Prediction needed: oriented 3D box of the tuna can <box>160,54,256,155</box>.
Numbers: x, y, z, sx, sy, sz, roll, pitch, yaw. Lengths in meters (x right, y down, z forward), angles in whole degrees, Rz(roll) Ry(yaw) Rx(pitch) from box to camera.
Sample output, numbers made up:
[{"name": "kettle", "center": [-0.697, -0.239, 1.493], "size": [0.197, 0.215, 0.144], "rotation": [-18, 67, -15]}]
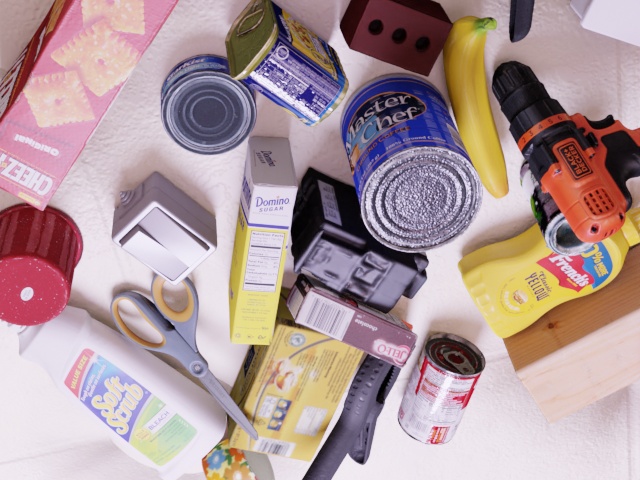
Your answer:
[{"name": "tuna can", "center": [-0.099, -0.119, 0.944], "size": [0.086, 0.034, 0.086], "rotation": [-3, 123, -5]}]

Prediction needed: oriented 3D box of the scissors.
[{"name": "scissors", "center": [-0.116, 0.106, 1.062], "size": [0.201, 0.016, 0.096], "rotation": [37, 102, -4]}]

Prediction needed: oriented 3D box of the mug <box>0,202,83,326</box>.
[{"name": "mug", "center": [-0.282, 0.025, 0.988], "size": [0.117, 0.081, 0.093], "rotation": [-2, 123, -6]}]

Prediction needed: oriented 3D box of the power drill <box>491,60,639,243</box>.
[{"name": "power drill", "center": [0.265, -0.107, 0.944], "size": [0.187, 0.184, 0.057], "rotation": [-24, 161, -7]}]

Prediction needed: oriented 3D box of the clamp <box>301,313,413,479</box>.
[{"name": "clamp", "center": [0.048, 0.174, 1.124], "size": [0.036, 0.164, 0.210], "rotation": [27, 100, 17]}]

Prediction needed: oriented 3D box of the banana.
[{"name": "banana", "center": [0.137, -0.125, 0.948], "size": [0.037, 0.070, 0.198], "rotation": [-19, 133, -3]}]

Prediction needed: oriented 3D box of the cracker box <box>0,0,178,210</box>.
[{"name": "cracker box", "center": [-0.186, -0.155, 0.832], "size": [0.072, 0.164, 0.214], "rotation": [30, 115, -22]}]

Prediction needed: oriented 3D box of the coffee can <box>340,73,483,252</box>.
[{"name": "coffee can", "center": [0.076, -0.070, 0.932], "size": [0.102, 0.140, 0.103], "rotation": [-3, 124, -5]}]

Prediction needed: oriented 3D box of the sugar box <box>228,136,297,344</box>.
[{"name": "sugar box", "center": [-0.057, 0.001, 0.993], "size": [0.048, 0.093, 0.176], "rotation": [2, 122, -9]}]

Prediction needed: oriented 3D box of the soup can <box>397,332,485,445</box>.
[{"name": "soup can", "center": [0.127, 0.159, 1.133], "size": [0.068, 0.068, 0.102], "rotation": [9, 122, -13]}]

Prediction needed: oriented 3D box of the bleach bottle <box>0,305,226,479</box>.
[{"name": "bleach bottle", "center": [-0.218, 0.144, 1.087], "size": [0.250, 0.068, 0.103], "rotation": [39, 111, -24]}]

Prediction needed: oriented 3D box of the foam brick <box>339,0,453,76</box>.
[{"name": "foam brick", "center": [0.064, -0.184, 0.910], "size": [0.078, 0.051, 0.053], "rotation": [16, 119, -16]}]

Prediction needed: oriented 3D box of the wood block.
[{"name": "wood block", "center": [0.298, 0.087, 1.093], "size": [0.206, 0.091, 0.090], "rotation": [-29, 123, 12]}]

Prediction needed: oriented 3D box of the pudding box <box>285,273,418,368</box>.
[{"name": "pudding box", "center": [0.028, 0.074, 0.999], "size": [0.113, 0.090, 0.039], "rotation": [26, 92, -10]}]

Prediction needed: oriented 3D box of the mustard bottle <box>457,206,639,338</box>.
[{"name": "mustard bottle", "center": [0.240, 0.018, 1.060], "size": [0.192, 0.058, 0.096], "rotation": [-29, 117, 12]}]

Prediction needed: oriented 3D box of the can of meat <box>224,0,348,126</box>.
[{"name": "can of meat", "center": [-0.028, -0.150, 0.892], "size": [0.083, 0.102, 0.057], "rotation": [32, 113, -27]}]
